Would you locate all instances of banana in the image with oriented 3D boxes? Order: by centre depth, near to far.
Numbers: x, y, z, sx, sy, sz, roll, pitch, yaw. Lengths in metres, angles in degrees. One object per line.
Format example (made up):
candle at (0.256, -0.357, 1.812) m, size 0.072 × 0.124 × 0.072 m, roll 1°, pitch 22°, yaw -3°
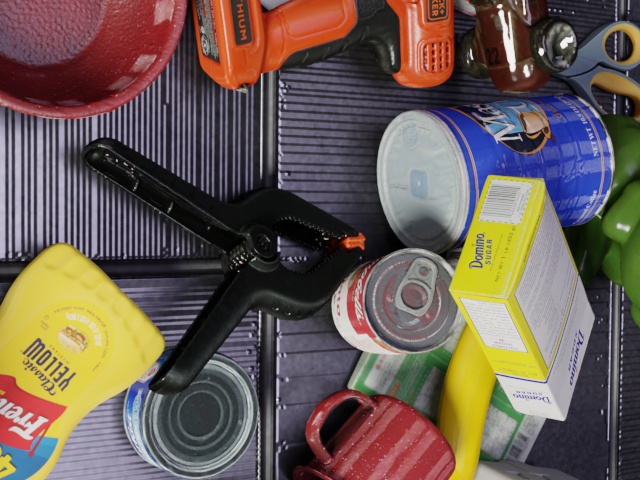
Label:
banana at (0.128, 0.096, 0.805) m, size 0.069 × 0.037 × 0.197 m, roll 35°, pitch 75°, yaw -26°

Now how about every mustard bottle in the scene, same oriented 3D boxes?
mustard bottle at (-0.189, 0.098, 0.633) m, size 0.096 × 0.058 × 0.191 m, roll 47°, pitch 71°, yaw -14°

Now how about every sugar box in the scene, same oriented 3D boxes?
sugar box at (0.142, 0.043, 0.730) m, size 0.093 × 0.048 × 0.176 m, roll -66°, pitch 148°, yaw -26°

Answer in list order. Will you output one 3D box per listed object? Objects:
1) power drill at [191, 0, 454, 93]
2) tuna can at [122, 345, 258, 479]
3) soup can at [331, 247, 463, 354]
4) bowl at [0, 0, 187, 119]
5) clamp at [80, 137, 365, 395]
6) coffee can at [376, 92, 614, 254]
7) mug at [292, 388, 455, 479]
power drill at (0.008, -0.182, 0.708) m, size 0.187 × 0.057 × 0.184 m, roll -13°, pitch 112°, yaw -21°
tuna can at (-0.085, 0.113, 0.707) m, size 0.086 × 0.034 × 0.086 m, roll -1°, pitch 93°, yaw -29°
soup can at (0.050, 0.044, 0.732) m, size 0.068 × 0.102 × 0.068 m, roll 1°, pitch 84°, yaw -12°
bowl at (-0.164, -0.152, 0.639) m, size 0.161 × 0.055 × 0.162 m, roll -1°, pitch 93°, yaw -29°
clamp at (-0.055, 0.001, 0.697) m, size 0.209 × 0.036 × 0.164 m, roll -13°, pitch 75°, yaw -47°
coffee can at (0.127, -0.051, 0.780) m, size 0.140 × 0.103 × 0.103 m, roll -10°, pitch 97°, yaw -29°
mug at (0.034, 0.154, 0.745) m, size 0.081 × 0.093 × 0.117 m, roll -45°, pitch 110°, yaw -25°
